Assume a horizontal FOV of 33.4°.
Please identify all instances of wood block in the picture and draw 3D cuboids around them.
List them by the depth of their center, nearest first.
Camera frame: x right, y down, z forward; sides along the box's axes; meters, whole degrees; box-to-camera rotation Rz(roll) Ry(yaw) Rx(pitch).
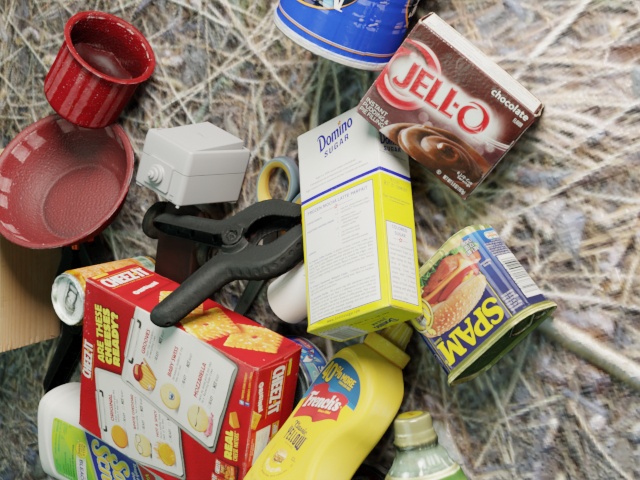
[{"bbox_3d":[-0.349,0.008,1.193,0.090,0.090,0.206,17,109,36],"label":"wood block"}]

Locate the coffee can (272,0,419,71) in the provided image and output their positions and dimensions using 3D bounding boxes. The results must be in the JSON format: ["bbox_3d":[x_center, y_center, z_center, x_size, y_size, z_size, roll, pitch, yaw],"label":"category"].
[{"bbox_3d":[0.035,-0.215,0.812,0.103,0.102,0.140,40,122,28],"label":"coffee can"}]

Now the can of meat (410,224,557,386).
[{"bbox_3d":[0.117,0.049,0.826,0.102,0.057,0.084,-49,64,35],"label":"can of meat"}]

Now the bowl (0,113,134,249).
[{"bbox_3d":[-0.257,-0.052,1.095,0.162,0.055,0.162,-7,62,12],"label":"bowl"}]

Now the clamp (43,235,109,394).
[{"bbox_3d":[-0.260,0.093,1.170,0.165,0.036,0.210,1,100,41],"label":"clamp"}]

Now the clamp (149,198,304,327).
[{"bbox_3d":[-0.076,0.015,0.926,0.172,0.039,0.120,-11,57,21],"label":"clamp"}]

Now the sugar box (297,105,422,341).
[{"bbox_3d":[0.030,-0.016,0.857,0.094,0.048,0.176,-22,59,41],"label":"sugar box"}]

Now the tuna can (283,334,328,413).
[{"bbox_3d":[-0.030,0.132,0.982,0.086,0.033,0.086,9,105,39],"label":"tuna can"}]

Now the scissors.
[{"bbox_3d":[-0.056,0.001,0.989,0.202,0.016,0.096,-43,72,36],"label":"scissors"}]

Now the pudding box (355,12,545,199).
[{"bbox_3d":[0.096,-0.101,0.802,0.113,0.039,0.090,38,125,2],"label":"pudding box"}]

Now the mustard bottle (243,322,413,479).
[{"bbox_3d":[0.016,0.147,0.888,0.191,0.058,0.096,-54,24,-5],"label":"mustard bottle"}]

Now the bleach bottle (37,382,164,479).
[{"bbox_3d":[-0.178,0.225,1.070,0.251,0.067,0.102,14,110,35],"label":"bleach bottle"}]

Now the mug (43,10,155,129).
[{"bbox_3d":[-0.223,-0.174,1.059,0.082,0.093,0.117,-48,37,41],"label":"mug"}]

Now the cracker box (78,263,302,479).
[{"bbox_3d":[-0.125,0.135,0.985,0.214,0.071,0.164,23,117,32],"label":"cracker box"}]
